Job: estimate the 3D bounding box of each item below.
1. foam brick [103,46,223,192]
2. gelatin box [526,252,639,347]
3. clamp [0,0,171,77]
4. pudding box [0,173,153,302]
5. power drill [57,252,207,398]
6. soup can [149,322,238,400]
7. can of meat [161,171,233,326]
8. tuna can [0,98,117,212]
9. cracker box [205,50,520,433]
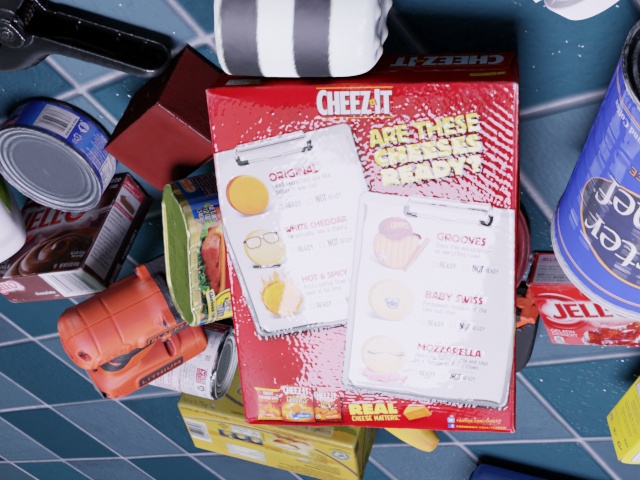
[{"bbox_3d":[-0.092,-0.076,0.681,0.051,0.053,0.078,35,144,-22],"label":"foam brick"},{"bbox_3d":[0.191,0.041,0.718,0.089,0.030,0.073,0,142,28],"label":"gelatin box"},{"bbox_3d":[-0.176,-0.133,0.657,0.172,0.039,0.120,-6,134,40],"label":"clamp"},{"bbox_3d":[-0.192,-0.001,0.813,0.114,0.090,0.039,-5,141,33],"label":"pudding box"},{"bbox_3d":[-0.112,0.053,0.813,0.057,0.184,0.188,60,159,12],"label":"power drill"},{"bbox_3d":[-0.129,0.097,0.943,0.102,0.068,0.068,12,147,11],"label":"soup can"},{"bbox_3d":[-0.055,0.001,0.693,0.083,0.057,0.102,-14,127,-22],"label":"can of meat"},{"bbox_3d":[-0.191,-0.061,0.770,0.086,0.033,0.086,15,144,11],"label":"tuna can"},{"bbox_3d":[0.032,0.003,0.614,0.164,0.072,0.214,0,115,10],"label":"cracker box"}]
